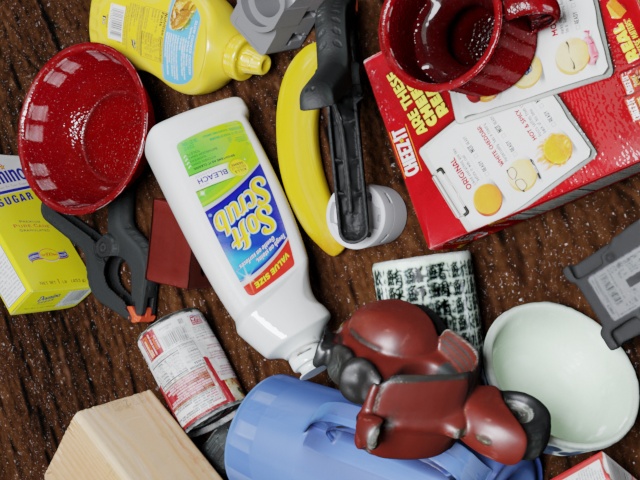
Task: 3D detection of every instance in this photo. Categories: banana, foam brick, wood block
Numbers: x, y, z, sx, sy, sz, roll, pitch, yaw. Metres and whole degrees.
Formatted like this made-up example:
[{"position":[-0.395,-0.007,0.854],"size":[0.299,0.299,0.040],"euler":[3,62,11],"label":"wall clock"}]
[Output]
[{"position":[-0.007,-0.087,0.927],"size":[0.070,0.037,0.198],"euler":[5,94,31],"label":"banana"},{"position":[-0.124,0.002,0.992],"size":[0.051,0.052,0.078],"euler":[10,98,30],"label":"foam brick"},{"position":[-0.135,0.239,0.914],"size":[0.206,0.090,0.091],"euler":[46,123,25],"label":"wood block"}]

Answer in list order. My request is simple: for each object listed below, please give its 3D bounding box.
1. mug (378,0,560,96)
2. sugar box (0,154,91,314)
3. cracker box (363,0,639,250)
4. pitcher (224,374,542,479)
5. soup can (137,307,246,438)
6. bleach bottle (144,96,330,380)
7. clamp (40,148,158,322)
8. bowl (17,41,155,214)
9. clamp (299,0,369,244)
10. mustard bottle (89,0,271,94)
[{"position":[0.111,-0.148,0.745],"size":[0.117,0.081,0.093],"euler":[-14,82,33],"label":"mug"},{"position":[-0.308,-0.010,1.078],"size":[0.048,0.093,0.176],"euler":[-40,72,25],"label":"sugar box"},{"position":[0.159,-0.106,0.807],"size":[0.214,0.072,0.164],"euler":[-25,77,30],"label":"cracker box"},{"position":[0.042,0.185,0.850],"size":[0.243,0.144,0.149],"euler":[16,103,33],"label":"pitcher"},{"position":[-0.118,0.121,0.983],"size":[0.069,0.068,0.102],"euler":[-38,72,26],"label":"soup can"},{"position":[-0.056,0.001,0.914],"size":[0.251,0.102,0.068],"euler":[60,157,18],"label":"bleach bottle"},{"position":[-0.214,0.006,1.054],"size":[0.120,0.039,0.171],"euler":[-24,76,30],"label":"clamp"},{"position":[-0.210,-0.102,1.008],"size":[0.162,0.055,0.162],"euler":[-3,85,31],"label":"bowl"},{"position":[0.013,-0.125,0.832],"size":[0.036,0.164,0.210],"euler":[-5,59,9],"label":"clamp"},{"position":[-0.126,-0.187,0.982],"size":[0.192,0.058,0.096],"euler":[23,113,28],"label":"mustard bottle"}]
